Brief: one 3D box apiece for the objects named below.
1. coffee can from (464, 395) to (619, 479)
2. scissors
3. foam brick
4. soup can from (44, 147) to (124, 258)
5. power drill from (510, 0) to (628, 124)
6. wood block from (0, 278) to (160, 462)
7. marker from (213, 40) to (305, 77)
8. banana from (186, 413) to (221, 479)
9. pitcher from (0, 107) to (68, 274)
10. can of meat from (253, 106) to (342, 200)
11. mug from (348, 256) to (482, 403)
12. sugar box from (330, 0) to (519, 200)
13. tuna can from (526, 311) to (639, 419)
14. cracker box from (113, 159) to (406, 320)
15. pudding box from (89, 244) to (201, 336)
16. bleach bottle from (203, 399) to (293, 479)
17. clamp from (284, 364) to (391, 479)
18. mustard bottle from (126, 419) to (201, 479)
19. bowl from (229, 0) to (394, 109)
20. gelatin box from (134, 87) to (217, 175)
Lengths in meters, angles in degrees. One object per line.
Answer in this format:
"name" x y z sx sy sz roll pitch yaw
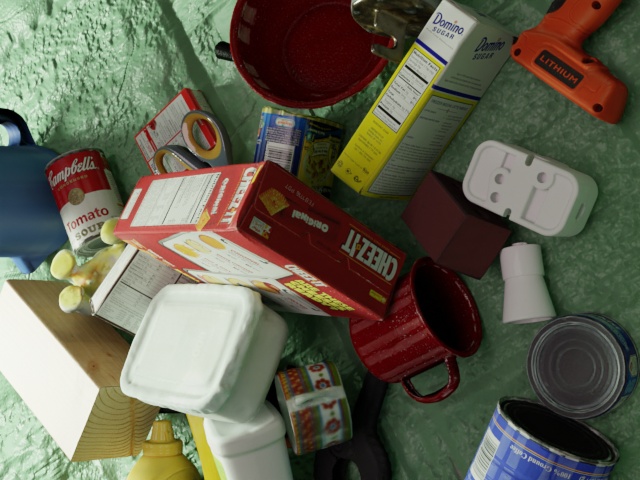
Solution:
"coffee can" 0.163 0.211 0.855 0.103 0.102 0.140 29 105 30
"scissors" -0.077 -0.060 1.048 0.202 0.016 0.096 25 109 20
"foam brick" 0.114 -0.014 0.903 0.051 0.052 0.078 -57 35 19
"soup can" -0.250 -0.040 1.154 0.069 0.068 0.102 -31 73 29
"power drill" 0.251 -0.187 0.829 0.185 0.057 0.188 42 109 31
"wood block" -0.263 0.132 1.129 0.206 0.090 0.091 38 110 38
"marker" -0.059 -0.176 1.056 0.121 0.020 0.020 23 102 32
"banana" -0.104 0.230 1.040 0.070 0.037 0.198 9 110 38
"pitcher" -0.387 -0.053 1.140 0.149 0.242 0.145 45 110 19
"can of meat" -0.022 -0.074 0.982 0.057 0.102 0.084 12 94 23
"mug" 0.083 0.083 0.918 0.082 0.093 0.117 -32 67 34
"sugar box" 0.090 -0.117 0.913 0.048 0.093 0.176 41 110 26
"tuna can" 0.211 0.101 0.864 0.086 0.033 0.086 0 89 34
"cracker box" -0.056 0.001 0.927 0.214 0.164 0.072 -1 62 53
"pudding box" -0.158 0.042 1.045 0.113 0.090 0.039 -54 24 9
"bleach bottle" -0.043 0.276 0.979 0.103 0.068 0.251 -151 46 -73
"clamp" 0.017 0.185 0.992 0.120 0.039 0.171 -7 79 40
"mustard bottle" -0.158 0.277 1.072 0.058 0.096 0.191 -1 89 34
"bowl" 0.001 -0.188 0.978 0.162 0.055 0.162 -4 76 15
"gelatin box" -0.144 -0.102 1.107 0.089 0.030 0.073 -39 71 27
